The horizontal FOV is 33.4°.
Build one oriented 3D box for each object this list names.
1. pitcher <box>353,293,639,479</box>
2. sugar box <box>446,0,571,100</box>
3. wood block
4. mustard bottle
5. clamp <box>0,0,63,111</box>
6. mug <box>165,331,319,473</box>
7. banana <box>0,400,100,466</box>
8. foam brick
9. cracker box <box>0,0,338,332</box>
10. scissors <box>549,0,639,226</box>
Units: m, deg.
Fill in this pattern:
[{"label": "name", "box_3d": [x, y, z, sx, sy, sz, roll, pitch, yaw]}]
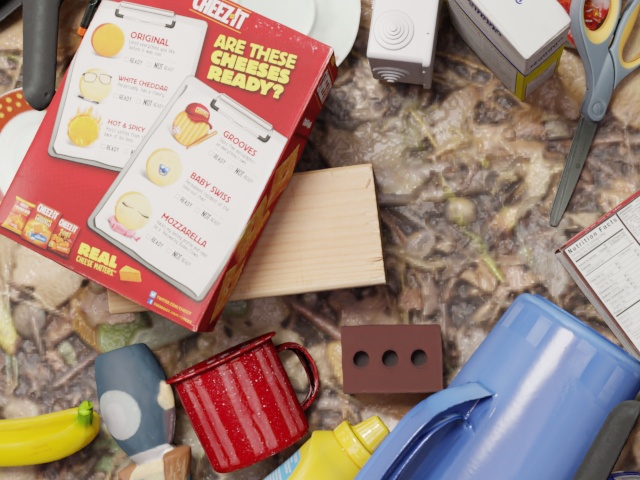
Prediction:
[{"label": "pitcher", "box_3d": [0.117, 0.159, 0.764, 0.145, 0.149, 0.243, 34, 92, 7]}, {"label": "sugar box", "box_3d": [0.132, -0.160, 0.769, 0.048, 0.176, 0.093, -41, 84, 4]}, {"label": "wood block", "box_3d": [-0.055, 0.001, 0.823, 0.206, 0.090, 0.091, -6, 87, 5]}, {"label": "mustard bottle", "box_3d": [-0.026, 0.199, 0.806, 0.191, 0.096, 0.058, -40, 86, 2]}, {"label": "clamp", "box_3d": [-0.241, -0.208, 0.865, 0.165, 0.036, 0.210, 13, 76, 32]}, {"label": "mug", "box_3d": [-0.051, 0.121, 0.824, 0.117, 0.093, 0.081, -24, 90, -33]}, {"label": "banana", "box_3d": [-0.250, 0.153, 0.846, 0.198, 0.069, 0.037, -11, 43, 17]}, {"label": "foam brick", "box_3d": [0.055, 0.091, 0.826, 0.078, 0.051, 0.053, -2, 86, 5]}, {"label": "cracker box", "box_3d": [-0.105, -0.065, 0.751, 0.164, 0.072, 0.213, 26, 87, 7]}, {"label": "scissors", "box_3d": [0.201, -0.118, 0.822, 0.096, 0.016, 0.202, 31, 90, -27]}]
